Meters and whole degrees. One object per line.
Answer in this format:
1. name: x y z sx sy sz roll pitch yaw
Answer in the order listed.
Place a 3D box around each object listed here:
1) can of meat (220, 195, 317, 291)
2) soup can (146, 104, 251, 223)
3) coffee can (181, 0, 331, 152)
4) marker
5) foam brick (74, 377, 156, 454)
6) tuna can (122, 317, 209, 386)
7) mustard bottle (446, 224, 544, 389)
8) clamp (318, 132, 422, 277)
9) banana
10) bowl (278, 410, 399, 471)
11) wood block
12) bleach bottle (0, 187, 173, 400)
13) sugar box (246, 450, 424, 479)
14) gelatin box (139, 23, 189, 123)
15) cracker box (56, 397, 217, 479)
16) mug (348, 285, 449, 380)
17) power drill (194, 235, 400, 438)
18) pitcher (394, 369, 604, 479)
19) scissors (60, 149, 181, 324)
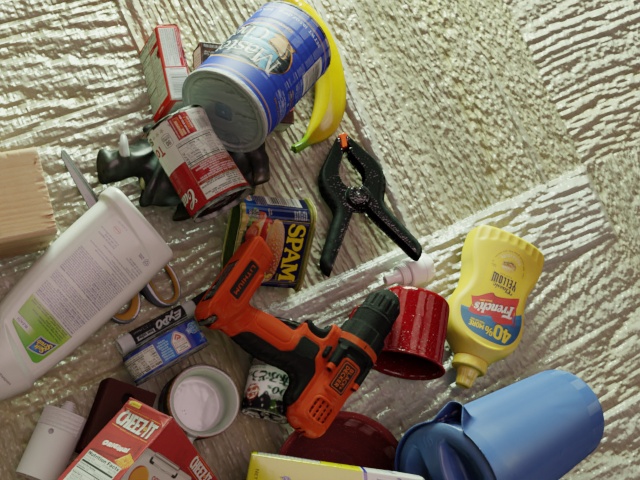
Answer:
1. can of meat: -0.058 0.001 1.156 0.083 0.057 0.102 5 115 -18
2. soup can: -0.124 -0.078 1.084 0.068 0.069 0.102 -27 82 -26
3. coffee can: -0.066 -0.175 1.136 0.103 0.103 0.140 43 54 -7
4. marker: -0.161 0.085 1.131 0.121 0.020 0.020 -29 88 -26
5. foam brick: -0.205 0.183 1.070 0.053 0.051 0.078 23 69 -15
6. tuna can: -0.158 0.113 1.089 0.086 0.086 0.034 -29 86 -26
7. mustard bottle: 0.194 0.084 1.253 0.096 0.058 0.191 26 68 -13
8. clamp: 0.034 -0.038 1.229 0.120 0.039 0.171 -17 72 -21
9. banana: -0.004 -0.199 1.260 0.069 0.037 0.198 2 76 -23
10. bowl: 0.016 0.264 1.135 0.162 0.055 0.162 6 74 -21
11. wood block: -0.373 -0.022 1.036 0.205 0.090 0.091 -12 82 -24
12. bleach bottle: -0.270 0.064 1.060 0.250 0.068 0.102 -43 99 -16
13. sugar box: 0.011 0.268 1.058 0.176 0.048 0.093 8 83 0
14. gelatin box: -0.169 -0.182 1.170 0.030 0.073 0.089 -8 78 -25
15. cracker box: -0.194 0.280 0.996 0.213 0.072 0.164 -50 136 -26
16. mug: 0.088 0.101 1.196 0.117 0.093 0.081 9 66 9
17. power drill: -0.021 0.082 1.104 0.187 0.057 0.184 41 64 -11
18. pitcher: 0.203 0.234 1.157 0.242 0.149 0.145 -16 63 -45
19. scissors: -0.233 0.005 1.126 0.201 0.016 0.096 45 65 -5
